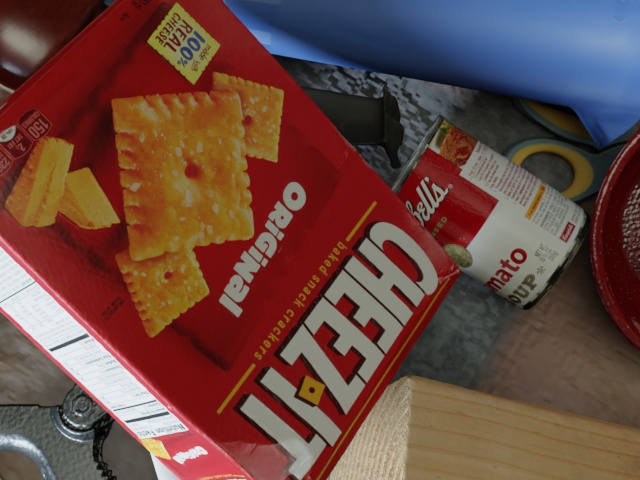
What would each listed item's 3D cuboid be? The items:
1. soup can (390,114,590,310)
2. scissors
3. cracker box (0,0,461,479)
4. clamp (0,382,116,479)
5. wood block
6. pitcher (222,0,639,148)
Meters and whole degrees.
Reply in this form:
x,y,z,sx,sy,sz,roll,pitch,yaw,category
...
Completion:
x,y,z,sx,sy,sz,roll,pitch,yaw,category
0.091,-0.015,0.603,0.102,0.068,0.068,33,82,1,soup can
0.194,-0.033,0.638,0.202,0.016,0.096,32,83,1,scissors
-0.053,0.001,0.495,0.213,0.072,0.164,47,57,-14,cracker box
-0.127,0.089,0.539,0.210,0.036,0.164,43,82,9,clamp
0.115,0.140,0.539,0.205,0.091,0.090,15,65,-17,wood block
0.073,-0.156,0.583,0.243,0.145,0.149,8,55,4,pitcher
